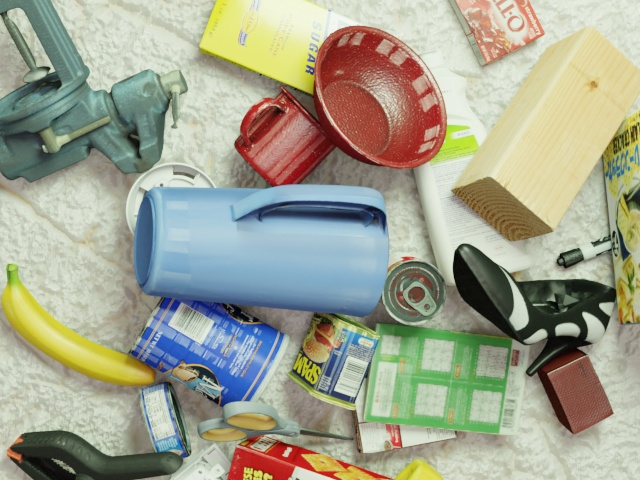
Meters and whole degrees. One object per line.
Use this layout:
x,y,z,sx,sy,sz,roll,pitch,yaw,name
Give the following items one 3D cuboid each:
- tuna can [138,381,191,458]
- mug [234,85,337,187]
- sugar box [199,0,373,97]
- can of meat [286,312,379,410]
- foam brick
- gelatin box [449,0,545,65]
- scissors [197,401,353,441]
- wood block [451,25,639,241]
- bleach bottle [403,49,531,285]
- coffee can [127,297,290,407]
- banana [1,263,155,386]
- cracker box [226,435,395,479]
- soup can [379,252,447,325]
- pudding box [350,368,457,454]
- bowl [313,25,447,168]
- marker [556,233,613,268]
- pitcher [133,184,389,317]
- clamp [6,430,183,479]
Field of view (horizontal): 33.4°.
-0.166,0.196,1.147,0.033,0.086,0.086,-17,96,-4,tuna can
-0.042,-0.107,1.120,0.081,0.117,0.093,-45,56,5,mug
-0.032,-0.213,1.142,0.176,0.048,0.093,21,93,-4,sugar box
0.015,0.125,1.145,0.057,0.102,0.084,22,90,-23,can of meat
0.283,0.166,1.192,0.053,0.051,0.078,-25,96,-3,foam brick
0.191,-0.246,1.161,0.073,0.030,0.089,-27,96,-1,gelatin box
-0.053,0.206,1.142,0.096,0.201,0.016,-21,60,23,scissors
0.239,-0.110,1.111,0.090,0.090,0.206,39,72,-11,wood block
0.152,-0.083,1.158,0.102,0.068,0.251,-13,93,-6,bleach bottle
-0.118,0.111,1.135,0.140,0.103,0.103,31,92,-6,coffee can
-0.271,0.106,1.147,0.197,0.070,0.037,38,47,-11,banana
-0.002,0.319,1.144,0.214,0.072,0.164,16,97,15,cracker box
0.093,0.050,1.144,0.068,0.102,0.068,0,95,-4,soup can
0.089,0.184,1.188,0.113,0.039,0.090,-10,93,-6,pudding box
0.050,-0.136,1.088,0.161,0.055,0.162,14,61,-28,bowl
0.322,0.004,1.197,0.121,0.020,0.020,-21,96,-2,marker
-0.057,0.001,1.077,0.242,0.145,0.149,4,103,-21,pitcher
-0.237,0.250,1.139,0.210,0.036,0.165,25,127,9,clamp
